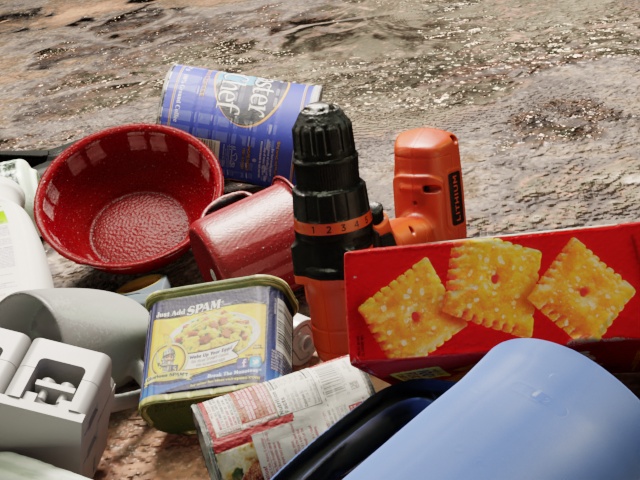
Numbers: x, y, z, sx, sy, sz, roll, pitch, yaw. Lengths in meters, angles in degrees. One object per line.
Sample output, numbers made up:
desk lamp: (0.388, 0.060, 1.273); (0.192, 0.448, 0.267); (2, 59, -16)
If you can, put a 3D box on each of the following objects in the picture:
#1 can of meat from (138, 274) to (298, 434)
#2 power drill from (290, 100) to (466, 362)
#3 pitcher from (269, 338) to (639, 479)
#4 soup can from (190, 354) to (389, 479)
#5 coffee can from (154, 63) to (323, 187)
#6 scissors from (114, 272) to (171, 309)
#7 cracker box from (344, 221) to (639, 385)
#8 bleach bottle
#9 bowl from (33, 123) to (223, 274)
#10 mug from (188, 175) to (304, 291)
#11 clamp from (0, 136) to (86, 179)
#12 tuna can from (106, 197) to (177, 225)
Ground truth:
can of meat: (-0.067, 0.077, 0.701); (0.102, 0.057, 0.084); (-9, 53, 13)
power drill: (0.042, -0.024, 0.768); (0.057, 0.184, 0.187); (6, 22, 31)
pitcher: (0.033, 0.153, 0.470); (0.242, 0.145, 0.149); (-31, -7, -28)
soup can: (-0.018, 0.114, 0.628); (0.102, 0.068, 0.068); (-17, 27, -12)
coffee can: (-0.075, -0.104, 0.997); (0.140, 0.103, 0.102); (9, 29, 2)
scissors: (-0.112, 0.041, 0.821); (0.202, 0.016, 0.096); (-10, 16, 32)
cracker box: (0.134, 0.044, 0.617); (0.214, 0.072, 0.164); (-5, -13, 12)
bleach bottle: (-0.265, 0.014, 0.873); (0.102, 0.068, 0.251); (-16, 38, -6)
bowl: (-0.160, -0.025, 0.918); (0.162, 0.055, 0.162); (-2, 52, 2)
mug: (-0.055, 0.001, 0.834); (0.081, 0.093, 0.117); (-25, 48, -16)
clamp: (-0.281, -0.075, 1.137); (0.210, 0.036, 0.164); (-10, 26, 1)
tuna can: (-0.165, -0.026, 0.997); (0.086, 0.034, 0.086); (-9, 27, 4)
